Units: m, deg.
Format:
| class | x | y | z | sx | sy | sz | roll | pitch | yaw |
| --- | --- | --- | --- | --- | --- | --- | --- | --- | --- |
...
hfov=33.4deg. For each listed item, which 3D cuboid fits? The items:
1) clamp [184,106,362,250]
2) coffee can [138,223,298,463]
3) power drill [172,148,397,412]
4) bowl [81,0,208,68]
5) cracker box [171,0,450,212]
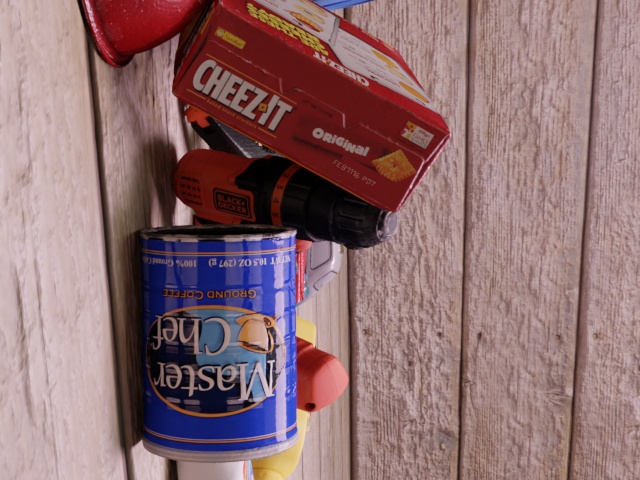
| class | x | y | z | sx | sy | sz | roll | pitch | yaw |
| --- | --- | --- | --- | --- | --- | --- | --- | --- | --- |
| clamp | -0.027 | -0.093 | 0.896 | 0.209 | 0.036 | 0.164 | 21 | 62 | -46 |
| coffee can | -0.066 | 0.062 | 0.695 | 0.102 | 0.103 | 0.140 | -45 | 134 | -83 |
| power drill | -0.022 | 0.030 | 0.782 | 0.057 | 0.185 | 0.188 | -31 | 127 | -45 |
| bowl | -0.095 | -0.181 | 0.615 | 0.162 | 0.055 | 0.162 | 1 | 89 | -86 |
| cracker box | -0.014 | -0.115 | 0.733 | 0.072 | 0.164 | 0.214 | -58 | -164 | 18 |
